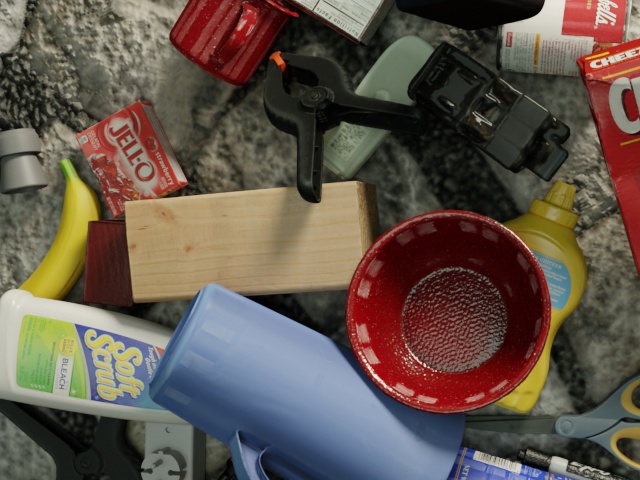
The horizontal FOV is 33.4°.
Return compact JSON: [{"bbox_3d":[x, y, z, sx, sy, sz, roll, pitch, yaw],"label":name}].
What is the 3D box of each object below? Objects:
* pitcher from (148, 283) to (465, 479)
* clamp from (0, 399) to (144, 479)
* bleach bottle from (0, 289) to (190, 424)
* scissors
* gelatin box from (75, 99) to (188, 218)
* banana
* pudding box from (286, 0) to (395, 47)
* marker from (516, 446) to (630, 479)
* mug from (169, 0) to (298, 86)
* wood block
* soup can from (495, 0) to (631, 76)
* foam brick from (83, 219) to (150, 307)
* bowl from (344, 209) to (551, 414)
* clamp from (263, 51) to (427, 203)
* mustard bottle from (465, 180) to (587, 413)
[{"bbox_3d":[-0.016,0.143,0.869,0.242,0.149,0.145,29,93,-7],"label":"pitcher"},{"bbox_3d":[-0.208,0.198,1.008,0.165,0.036,0.210,-27,84,11],"label":"clamp"},{"bbox_3d":[-0.163,0.109,0.957,0.251,0.068,0.102,7,87,3],"label":"bleach bottle"},{"bbox_3d":[0.223,0.142,0.914,0.202,0.016,0.096,16,94,12],"label":"scissors"},{"bbox_3d":[-0.176,-0.075,0.993,0.073,0.030,0.089,-26,86,13],"label":"gelatin box"},{"bbox_3d":[-0.259,0.023,1.016,0.070,0.037,0.198,34,98,27],"label":"banana"},{"bbox_3d":[0.029,-0.240,0.935,0.090,0.039,0.113,34,101,9],"label":"pudding box"},{"bbox_3d":[0.228,0.202,0.913,0.121,0.020,0.020,17,96,12],"label":"marker"},{"bbox_3d":[-0.077,-0.185,0.926,0.093,0.117,0.081,29,105,-22],"label":"mug"},{"bbox_3d":[-0.056,0.002,0.937,0.206,0.090,0.090,-5,91,13],"label":"wood block"},{"bbox_3d":[0.200,-0.169,0.881,0.102,0.068,0.068,7,94,13],"label":"soup can"},{"bbox_3d":[-0.184,0.021,0.987,0.051,0.053,0.078,5,94,13],"label":"foam brick"},{"bbox_3d":[0.104,0.060,0.856,0.162,0.055,0.162,-3,77,14],"label":"bowl"},{"bbox_3d":[-0.004,-0.102,0.903,0.120,0.039,0.172,-36,47,-16],"label":"clamp"},{"bbox_3d":[0.170,0.041,0.901,0.096,0.058,0.192,24,97,17],"label":"mustard bottle"}]
